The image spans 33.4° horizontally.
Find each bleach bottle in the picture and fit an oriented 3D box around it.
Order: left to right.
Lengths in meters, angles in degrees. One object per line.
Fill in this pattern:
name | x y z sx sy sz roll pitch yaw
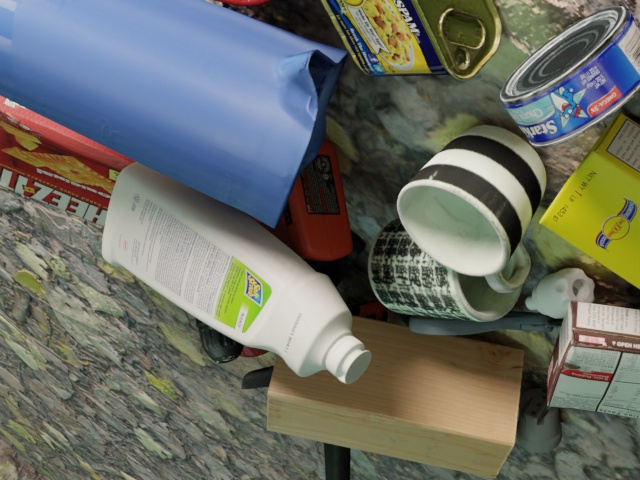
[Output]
bleach bottle | -0.064 0.034 0.827 0.251 0.067 0.103 35 125 29

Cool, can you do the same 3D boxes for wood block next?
wood block | 0.063 0.131 0.930 0.206 0.090 0.090 11 149 4

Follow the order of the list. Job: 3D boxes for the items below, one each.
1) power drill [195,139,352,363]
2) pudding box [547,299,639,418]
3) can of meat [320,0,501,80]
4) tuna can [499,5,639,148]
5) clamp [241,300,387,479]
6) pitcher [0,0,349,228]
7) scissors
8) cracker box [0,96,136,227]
power drill | -0.056 0.001 0.899 0.188 0.057 0.184 -21 77 46
pudding box | 0.218 0.091 0.782 0.090 0.039 0.113 7 149 7
can of meat | 0.051 -0.149 0.657 0.084 0.057 0.102 8 138 48
tuna can | 0.143 -0.092 0.596 0.033 0.086 0.086 50 150 -14
clamp | 0.001 0.131 1.053 0.165 0.036 0.210 41 125 28
pitcher | -0.113 -0.108 0.748 0.243 0.145 0.149 23 106 -1
scissors | 0.152 0.065 0.825 0.202 0.096 0.016 2 97 52
cracker box | -0.222 -0.083 0.990 0.164 0.072 0.214 23 160 -13
